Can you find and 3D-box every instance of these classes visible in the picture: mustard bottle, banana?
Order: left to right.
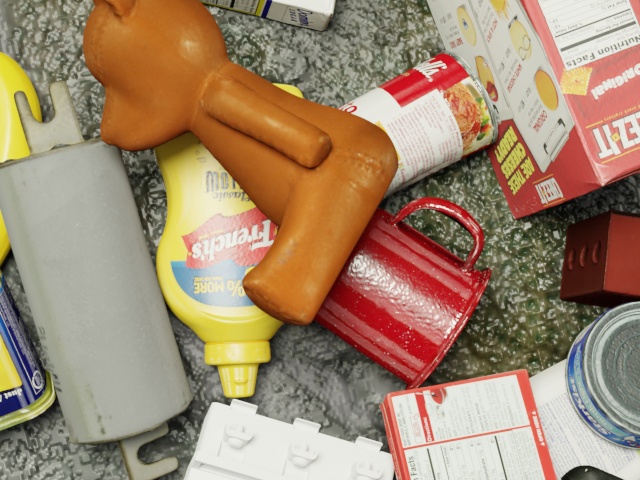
[{"bbox_3d":[-0.210,-0.033,0.660,0.070,0.037,0.198,6,81,15],"label":"banana"},{"bbox_3d":[-0.054,0.001,0.664,0.096,0.058,0.191,-2,85,-8],"label":"mustard bottle"}]

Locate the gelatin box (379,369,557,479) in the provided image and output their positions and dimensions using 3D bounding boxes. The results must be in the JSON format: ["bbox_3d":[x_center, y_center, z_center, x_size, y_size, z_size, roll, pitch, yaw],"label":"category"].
[{"bbox_3d":[0.086,0.120,0.623,0.089,0.030,0.073,-9,65,-6],"label":"gelatin box"}]

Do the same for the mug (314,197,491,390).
[{"bbox_3d":[0.052,0.025,0.653,0.081,0.093,0.117,34,117,2],"label":"mug"}]

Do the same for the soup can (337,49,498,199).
[{"bbox_3d":[0.052,-0.068,0.679,0.102,0.068,0.068,-29,89,-9],"label":"soup can"}]

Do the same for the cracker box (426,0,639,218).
[{"bbox_3d":[0.130,-0.131,0.647,0.072,0.164,0.214,-22,88,-7],"label":"cracker box"}]

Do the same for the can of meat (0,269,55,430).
[{"bbox_3d":[-0.218,0.070,0.620,0.102,0.057,0.084,-20,115,-9],"label":"can of meat"}]
